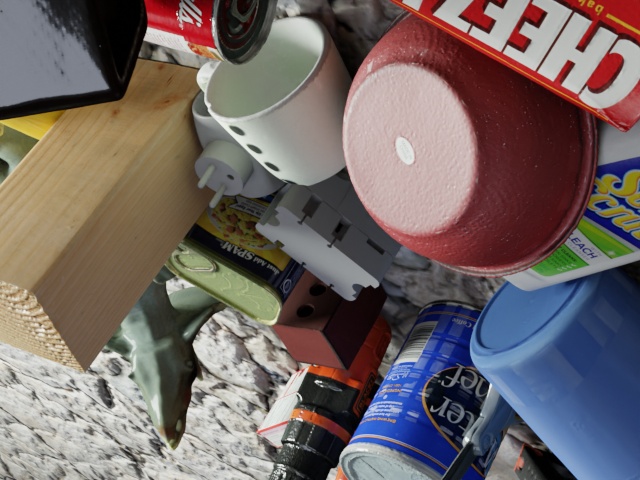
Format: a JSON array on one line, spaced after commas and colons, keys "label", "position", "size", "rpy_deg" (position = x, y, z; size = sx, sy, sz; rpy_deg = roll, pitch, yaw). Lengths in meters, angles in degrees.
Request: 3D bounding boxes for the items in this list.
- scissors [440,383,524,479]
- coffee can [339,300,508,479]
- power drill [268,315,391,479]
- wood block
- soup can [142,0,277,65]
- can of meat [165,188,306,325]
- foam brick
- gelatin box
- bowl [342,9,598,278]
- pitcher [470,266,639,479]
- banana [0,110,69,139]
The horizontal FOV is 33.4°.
[{"label": "scissors", "position": [0.112, 0.117, 0.732], "size": [0.016, 0.201, 0.096], "rpy_deg": [15, 123, 37]}, {"label": "coffee can", "position": [0.091, 0.131, 0.808], "size": [0.103, 0.140, 0.103], "rpy_deg": [23, 149, 15]}, {"label": "power drill", "position": [0.023, 0.172, 0.910], "size": [0.057, 0.184, 0.187], "rpy_deg": [18, 157, 24]}, {"label": "wood block", "position": [-0.153, -0.025, 0.741], "size": [0.090, 0.206, 0.091], "rpy_deg": [15, 146, 28]}, {"label": "soup can", "position": [-0.085, -0.149, 0.635], "size": [0.102, 0.068, 0.068], "rpy_deg": [19, 147, 23]}, {"label": "can of meat", "position": [-0.055, 0.001, 0.810], "size": [0.102, 0.083, 0.057], "rpy_deg": [29, 150, 6]}, {"label": "foam brick", "position": [0.008, 0.054, 0.837], "size": [0.053, 0.078, 0.051], "rpy_deg": [4, 140, 36]}, {"label": "gelatin box", "position": [-0.015, 0.154, 1.008], "size": [0.030, 0.073, 0.089], "rpy_deg": [38, 150, -10]}, {"label": "bowl", "position": [0.064, -0.052, 0.571], "size": [0.162, 0.055, 0.162], "rpy_deg": [17, 114, 42]}, {"label": "pitcher", "position": [0.220, 0.113, 0.687], "size": [0.242, 0.149, 0.145], "rpy_deg": [44, 178, -14]}, {"label": "banana", "position": [-0.200, -0.085, 0.807], "size": [0.069, 0.037, 0.198], "rpy_deg": [1, 174, 2]}]
